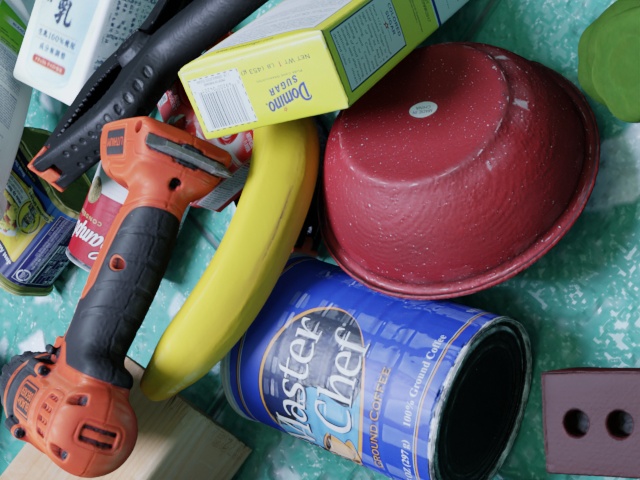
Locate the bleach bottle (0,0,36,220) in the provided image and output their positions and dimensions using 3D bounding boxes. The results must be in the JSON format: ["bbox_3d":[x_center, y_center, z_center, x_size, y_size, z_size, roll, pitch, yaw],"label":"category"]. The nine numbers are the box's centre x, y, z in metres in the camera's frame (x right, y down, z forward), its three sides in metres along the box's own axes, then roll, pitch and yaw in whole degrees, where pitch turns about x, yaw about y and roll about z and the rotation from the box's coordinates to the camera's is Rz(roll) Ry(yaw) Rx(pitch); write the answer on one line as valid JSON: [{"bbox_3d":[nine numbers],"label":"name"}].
[{"bbox_3d":[-0.246,-0.126,0.772,0.068,0.102,0.250,-22,42,30],"label":"bleach bottle"}]

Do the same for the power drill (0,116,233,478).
[{"bbox_3d":[-0.122,0.028,0.597,0.185,0.057,0.187,7,77,62],"label":"power drill"}]

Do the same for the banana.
[{"bbox_3d":[-0.041,-0.003,0.581,0.070,0.037,0.197,-3,63,51],"label":"banana"}]

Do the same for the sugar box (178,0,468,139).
[{"bbox_3d":[0.011,-0.114,0.577,0.094,0.176,0.048,-7,113,36],"label":"sugar box"}]

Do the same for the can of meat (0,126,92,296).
[{"bbox_3d":[-0.216,-0.023,0.798,0.084,0.057,0.102,-47,63,20],"label":"can of meat"}]

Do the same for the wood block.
[{"bbox_3d":[-0.151,0.180,0.669,0.091,0.090,0.206,31,79,32],"label":"wood block"}]

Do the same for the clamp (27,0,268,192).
[{"bbox_3d":[-0.107,-0.120,0.678,0.210,0.036,0.164,-45,27,10],"label":"clamp"}]

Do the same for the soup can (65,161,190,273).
[{"bbox_3d":[-0.124,-0.027,0.726,0.069,0.068,0.102,30,103,33],"label":"soup can"}]

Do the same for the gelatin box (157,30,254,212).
[{"bbox_3d":[-0.061,-0.074,0.663,0.073,0.030,0.089,-37,60,30],"label":"gelatin box"}]

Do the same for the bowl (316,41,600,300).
[{"bbox_3d":[0.062,-0.051,0.564,0.162,0.055,0.162,-14,52,19],"label":"bowl"}]

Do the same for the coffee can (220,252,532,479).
[{"bbox_3d":[0.030,0.072,0.589,0.141,0.102,0.103,16,96,35],"label":"coffee can"}]
